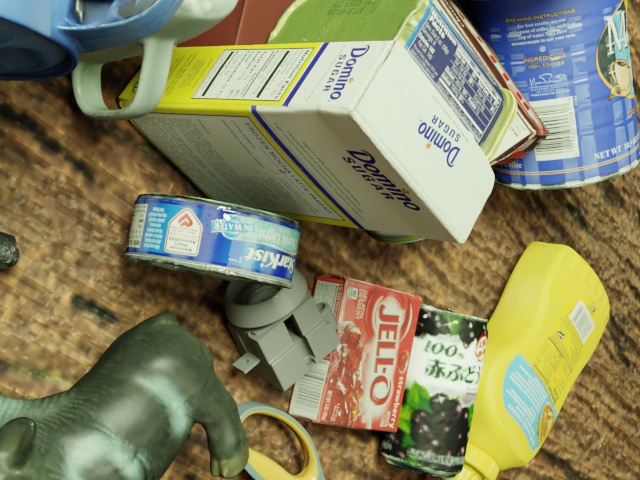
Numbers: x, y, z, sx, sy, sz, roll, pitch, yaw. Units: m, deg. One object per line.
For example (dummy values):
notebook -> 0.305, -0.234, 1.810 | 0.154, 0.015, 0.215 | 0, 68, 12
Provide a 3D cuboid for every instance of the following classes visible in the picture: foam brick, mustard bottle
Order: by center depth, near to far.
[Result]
foam brick -> -0.029, -0.109, 0.570 | 0.078, 0.051, 0.053 | 18, 83, -44
mustard bottle -> 0.137, 0.100, 0.752 | 0.191, 0.058, 0.096 | -55, 132, -25

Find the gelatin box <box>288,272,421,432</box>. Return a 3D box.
gelatin box -> 0.023, 0.070, 0.658 | 0.073, 0.030, 0.089 | 16, 84, -44

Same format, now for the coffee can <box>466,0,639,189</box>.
coffee can -> 0.155, -0.116, 0.712 | 0.102, 0.103, 0.140 | -27, 113, -39

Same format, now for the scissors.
scissors -> -0.002, 0.178, 0.641 | 0.096, 0.016, 0.201 | -49, 118, -21

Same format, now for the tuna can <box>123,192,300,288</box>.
tuna can -> -0.054, 0.001, 0.536 | 0.086, 0.086, 0.034 | 15, 83, -44

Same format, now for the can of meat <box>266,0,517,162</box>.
can of meat -> 0.031, -0.078, 0.525 | 0.083, 0.102, 0.057 | 44, 68, -36

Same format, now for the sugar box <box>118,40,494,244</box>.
sugar box -> -0.011, -0.049, 0.506 | 0.093, 0.177, 0.048 | 46, 64, -37
